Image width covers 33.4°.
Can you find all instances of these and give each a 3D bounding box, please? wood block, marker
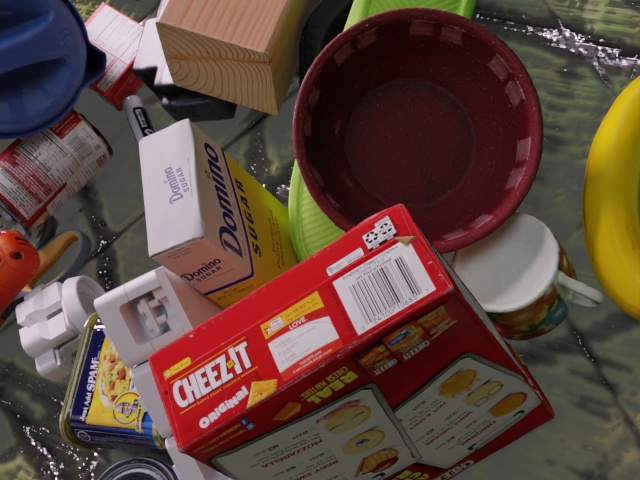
[{"bbox_3d":[-0.040,-0.215,0.822,0.091,0.090,0.206,18,69,10],"label":"wood block"},{"bbox_3d":[-0.144,-0.076,0.906,0.020,0.020,0.121,-32,56,9],"label":"marker"}]

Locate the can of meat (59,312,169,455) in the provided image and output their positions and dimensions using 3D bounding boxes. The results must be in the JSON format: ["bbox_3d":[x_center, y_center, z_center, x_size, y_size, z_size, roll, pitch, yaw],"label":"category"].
[{"bbox_3d":[-0.135,0.106,0.791,0.084,0.057,0.102,1,67,25],"label":"can of meat"}]

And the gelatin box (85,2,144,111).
[{"bbox_3d":[-0.188,-0.167,0.966,0.089,0.030,0.073,34,83,35],"label":"gelatin box"}]

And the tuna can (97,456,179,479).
[{"bbox_3d":[-0.126,0.198,0.756,0.086,0.033,0.086,-11,62,21],"label":"tuna can"}]

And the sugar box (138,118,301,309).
[{"bbox_3d":[-0.054,0.001,0.729,0.048,0.176,0.093,-21,58,16],"label":"sugar box"}]

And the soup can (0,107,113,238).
[{"bbox_3d":[-0.235,-0.061,0.904,0.069,0.068,0.102,32,71,34],"label":"soup can"}]

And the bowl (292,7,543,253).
[{"bbox_3d":[0.062,-0.069,0.708,0.162,0.055,0.162,0,86,-1],"label":"bowl"}]

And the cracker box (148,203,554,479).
[{"bbox_3d":[0.028,0.087,0.624,0.164,0.213,0.072,-32,55,9],"label":"cracker box"}]

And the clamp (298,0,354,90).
[{"bbox_3d":[0.047,-0.176,0.815,0.036,0.164,0.210,30,105,47],"label":"clamp"}]

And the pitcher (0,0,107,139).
[{"bbox_3d":[-0.298,-0.184,0.923,0.145,0.149,0.243,-40,31,-5],"label":"pitcher"}]

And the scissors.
[{"bbox_3d":[-0.283,0.049,0.917,0.202,0.016,0.096,-38,54,5],"label":"scissors"}]
